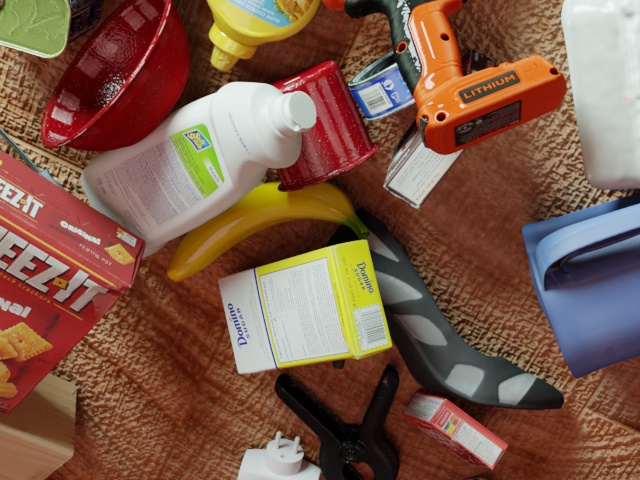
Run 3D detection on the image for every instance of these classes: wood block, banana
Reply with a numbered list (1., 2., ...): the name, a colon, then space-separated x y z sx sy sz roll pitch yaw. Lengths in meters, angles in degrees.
1. wood block: -0.343 0.155 1.013 0.205 0.091 0.090 32 121 -33
2. banana: -0.053 -0.016 0.940 0.198 0.069 0.037 -14 149 24

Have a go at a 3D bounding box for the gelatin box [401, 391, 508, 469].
1. gelatin box: 0.120 0.173 0.975 0.073 0.089 0.030 38 79 -8

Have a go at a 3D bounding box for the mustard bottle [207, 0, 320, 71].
1. mustard bottle: -0.039 -0.217 0.845 0.096 0.058 0.192 26 117 -12

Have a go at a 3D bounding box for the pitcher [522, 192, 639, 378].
1. pitcher: 0.288 0.009 0.838 0.243 0.149 0.145 -21 104 16

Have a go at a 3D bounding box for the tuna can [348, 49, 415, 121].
1. tuna can: 0.066 -0.131 0.848 0.086 0.086 0.033 -27 105 21

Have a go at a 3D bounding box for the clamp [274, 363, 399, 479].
1. clamp: 0.021 0.191 1.030 0.120 0.039 0.171 4 116 19

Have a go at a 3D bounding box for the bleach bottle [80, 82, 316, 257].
1. bleach bottle: -0.093 -0.061 0.870 0.251 0.068 0.102 -18 108 45

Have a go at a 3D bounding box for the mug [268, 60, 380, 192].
1. mug: -0.017 -0.094 0.887 0.117 0.093 0.081 -12 108 41

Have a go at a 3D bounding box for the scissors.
1. scissors: -0.239 -0.046 0.954 0.016 0.096 0.201 -43 104 -8

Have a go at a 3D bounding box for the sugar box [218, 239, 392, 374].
1. sugar box: -0.018 0.061 0.916 0.177 0.048 0.093 -16 86 55

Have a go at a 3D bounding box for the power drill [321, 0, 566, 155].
1. power drill: 0.105 -0.169 0.779 0.184 0.057 0.188 -24 67 3

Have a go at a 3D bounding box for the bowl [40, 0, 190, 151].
1. bowl: -0.157 -0.129 0.869 0.162 0.162 0.055 -38 124 24

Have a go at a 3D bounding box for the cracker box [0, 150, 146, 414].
1. cracker box: -0.278 0.041 0.907 0.164 0.072 0.214 34 123 -22

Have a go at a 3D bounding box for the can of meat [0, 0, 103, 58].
1. can of meat: -0.240 -0.197 0.882 0.102 0.084 0.057 16 116 4

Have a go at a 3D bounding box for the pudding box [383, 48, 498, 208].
1. pudding box: 0.099 -0.091 0.857 0.039 0.090 0.114 32 116 -5
